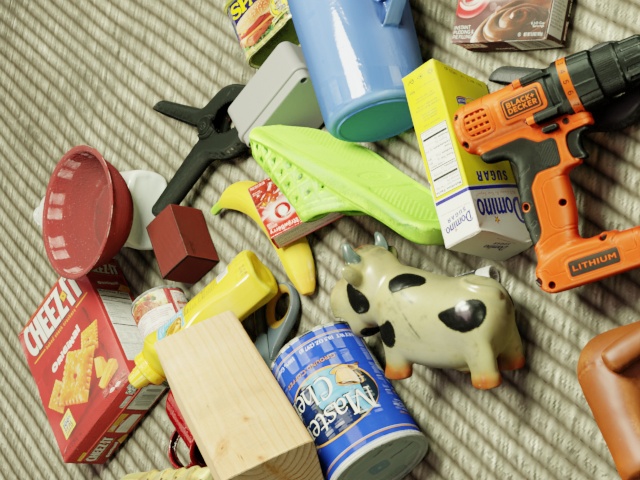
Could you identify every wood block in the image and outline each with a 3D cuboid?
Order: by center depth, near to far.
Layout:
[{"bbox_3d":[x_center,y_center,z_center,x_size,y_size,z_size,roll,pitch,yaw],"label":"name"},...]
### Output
[{"bbox_3d":[-0.080,0.173,1.037,0.206,0.090,0.091,51,159,49],"label":"wood block"}]

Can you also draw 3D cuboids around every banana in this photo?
[{"bbox_3d":[-0.057,-0.016,1.193,0.198,0.037,0.070,41,132,42],"label":"banana"}]

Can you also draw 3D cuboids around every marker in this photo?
[{"bbox_3d":[0.117,0.047,1.026,0.121,0.020,0.020,-19,69,40],"label":"marker"}]

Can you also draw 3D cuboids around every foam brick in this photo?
[{"bbox_3d":[-0.165,0.004,1.275,0.051,0.052,0.078,-40,56,30],"label":"foam brick"}]

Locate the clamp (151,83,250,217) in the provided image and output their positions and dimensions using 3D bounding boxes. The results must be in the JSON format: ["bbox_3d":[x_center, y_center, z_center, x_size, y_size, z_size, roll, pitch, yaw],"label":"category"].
[{"bbox_3d":[-0.132,-0.119,1.274,0.210,0.036,0.164,-16,64,38],"label":"clamp"}]

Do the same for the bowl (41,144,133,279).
[{"bbox_3d":[-0.272,-0.031,1.284,0.162,0.055,0.162,-9,78,47],"label":"bowl"}]

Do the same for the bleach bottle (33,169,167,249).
[{"bbox_3d":[-0.301,-0.033,1.404,0.251,0.067,0.102,-5,79,45],"label":"bleach bottle"}]

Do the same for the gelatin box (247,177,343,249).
[{"bbox_3d":[-0.024,-0.043,1.142,0.089,0.030,0.073,-27,58,2],"label":"gelatin box"}]

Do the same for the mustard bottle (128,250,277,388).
[{"bbox_3d":[-0.134,0.094,1.159,0.192,0.058,0.096,-41,13,6],"label":"mustard bottle"}]

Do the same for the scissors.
[{"bbox_3d":[-0.045,0.125,1.138,0.096,0.016,0.202,-43,44,20],"label":"scissors"}]

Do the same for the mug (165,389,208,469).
[{"bbox_3d":[-0.125,0.202,1.171,0.117,0.093,0.082,-52,46,8],"label":"mug"}]

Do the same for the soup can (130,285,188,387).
[{"bbox_3d":[-0.175,0.113,1.252,0.069,0.068,0.102,-45,55,27],"label":"soup can"}]

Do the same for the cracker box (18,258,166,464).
[{"bbox_3d":[-0.292,0.148,1.351,0.164,0.072,0.214,-50,52,24],"label":"cracker box"}]

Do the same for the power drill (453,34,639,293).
[{"bbox_3d":[0.221,-0.061,0.892,0.185,0.057,0.188,-22,80,24],"label":"power drill"}]

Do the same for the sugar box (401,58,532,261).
[{"bbox_3d":[0.136,-0.073,0.982,0.048,0.093,0.176,-31,63,35],"label":"sugar box"}]

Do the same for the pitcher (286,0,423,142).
[{"bbox_3d":[0.037,-0.232,1.080,0.145,0.149,0.243,-18,72,12],"label":"pitcher"}]

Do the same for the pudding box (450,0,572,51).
[{"bbox_3d":[0.182,-0.226,1.005,0.114,0.039,0.090,8,87,43],"label":"pudding box"}]

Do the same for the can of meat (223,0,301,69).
[{"bbox_3d":[-0.055,-0.256,1.222,0.102,0.057,0.084,-38,61,32],"label":"can of meat"}]

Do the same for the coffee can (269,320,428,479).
[{"bbox_3d":[0.025,0.163,1.031,0.103,0.102,0.140,-49,53,25],"label":"coffee can"}]
